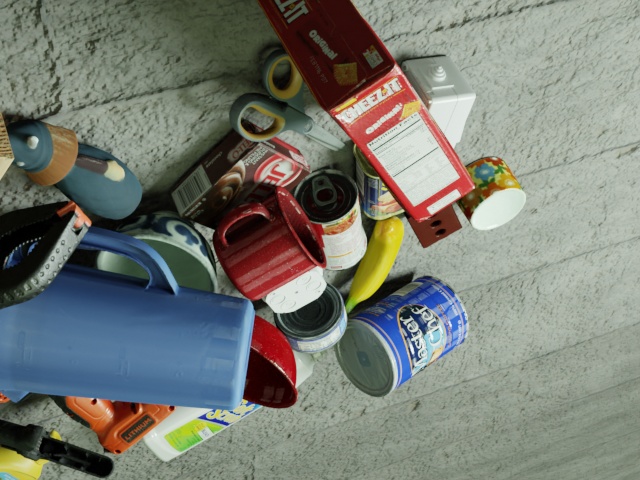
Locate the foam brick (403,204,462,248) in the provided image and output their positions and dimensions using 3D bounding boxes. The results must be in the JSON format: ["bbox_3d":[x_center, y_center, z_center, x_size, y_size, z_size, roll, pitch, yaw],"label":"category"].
[{"bbox_3d":[0.120,-0.037,1.208,0.053,0.051,0.078,-30,147,5],"label":"foam brick"}]

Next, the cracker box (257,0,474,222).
[{"bbox_3d":[0.038,-0.129,0.922,0.072,0.164,0.213,-35,147,8],"label":"cracker box"}]

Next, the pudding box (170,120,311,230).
[{"bbox_3d":[-0.078,-0.058,1.052,0.114,0.039,0.089,-39,146,19],"label":"pudding box"}]

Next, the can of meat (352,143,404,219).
[{"bbox_3d":[0.086,-0.075,1.129,0.102,0.057,0.084,-19,149,-10],"label":"can of meat"}]

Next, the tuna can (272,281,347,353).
[{"bbox_3d":[-0.013,0.088,1.257,0.086,0.086,0.034,-23,145,-7],"label":"tuna can"}]

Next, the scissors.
[{"bbox_3d":[-0.014,-0.129,1.016,0.201,0.016,0.096,-4,121,-55],"label":"scissors"}]

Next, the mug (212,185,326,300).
[{"bbox_3d":[-0.057,0.001,1.034,0.081,0.093,0.117,-30,147,11],"label":"mug"}]

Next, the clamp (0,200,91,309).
[{"bbox_3d":[-0.291,0.041,0.925,0.210,0.165,0.036,-29,142,3],"label":"clamp"}]

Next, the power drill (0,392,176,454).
[{"bbox_3d":[-0.244,0.140,1.149,0.185,0.057,0.187,-39,123,16],"label":"power drill"}]

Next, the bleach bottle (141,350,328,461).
[{"bbox_3d":[-0.109,0.187,1.349,0.251,0.068,0.102,-28,148,-3],"label":"bleach bottle"}]

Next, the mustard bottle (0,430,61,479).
[{"bbox_3d":[-0.396,0.282,1.280,0.191,0.058,0.096,-29,148,4],"label":"mustard bottle"}]

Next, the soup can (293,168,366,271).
[{"bbox_3d":[0.012,-0.020,1.142,0.068,0.068,0.102,-24,148,-5],"label":"soup can"}]

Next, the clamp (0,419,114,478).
[{"bbox_3d":[-0.311,0.231,1.195,0.120,0.039,0.172,40,155,-32],"label":"clamp"}]

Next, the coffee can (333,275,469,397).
[{"bbox_3d":[0.101,0.117,1.324,0.140,0.103,0.103,-28,153,-36],"label":"coffee can"}]

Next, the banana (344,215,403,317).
[{"bbox_3d":[0.068,0.019,1.238,0.037,0.069,0.198,22,144,3],"label":"banana"}]

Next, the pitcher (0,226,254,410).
[{"bbox_3d":[-0.187,0.082,1.009,0.243,0.145,0.149,8,154,-2],"label":"pitcher"}]

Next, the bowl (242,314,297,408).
[{"bbox_3d":[-0.087,0.128,1.242,0.055,0.162,0.162,-59,160,-29],"label":"bowl"}]
